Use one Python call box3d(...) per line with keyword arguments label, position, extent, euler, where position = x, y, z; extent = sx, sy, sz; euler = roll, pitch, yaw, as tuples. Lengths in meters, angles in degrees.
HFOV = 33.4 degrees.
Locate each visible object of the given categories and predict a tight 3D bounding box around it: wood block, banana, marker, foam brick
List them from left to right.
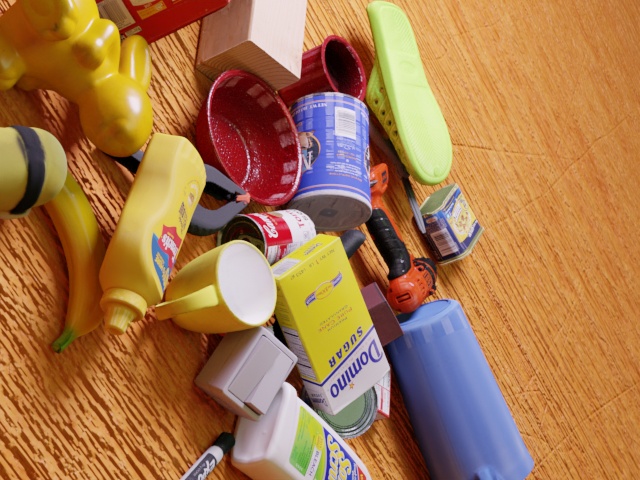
box3d(label="banana", position=(-0.230, 0.002, 0.982), extent=(0.069, 0.037, 0.198), euler=(-2, 77, -57))
box3d(label="marker", position=(-0.118, 0.226, 1.051), extent=(0.020, 0.020, 0.121), euler=(63, 35, -13))
box3d(label="wood block", position=(-0.078, -0.282, 1.281), extent=(0.090, 0.090, 0.206), euler=(33, 50, -42))
box3d(label="foam brick", position=(0.063, 0.094, 1.306), extent=(0.053, 0.051, 0.078), euler=(61, 1, -15))

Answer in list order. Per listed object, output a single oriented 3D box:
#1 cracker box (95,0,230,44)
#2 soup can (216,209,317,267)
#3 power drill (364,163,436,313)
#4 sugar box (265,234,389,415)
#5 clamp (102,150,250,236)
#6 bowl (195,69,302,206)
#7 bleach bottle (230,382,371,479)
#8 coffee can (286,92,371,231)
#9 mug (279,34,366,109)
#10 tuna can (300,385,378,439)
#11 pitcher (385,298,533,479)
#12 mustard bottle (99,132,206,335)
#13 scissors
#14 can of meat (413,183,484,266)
box3d(label="cracker box", position=(-0.132, -0.296, 1.145), extent=(0.072, 0.164, 0.213), euler=(57, 37, -23))
box3d(label="soup can", position=(-0.058, 0.001, 1.195), extent=(0.102, 0.069, 0.068), euler=(-9, 82, -55))
box3d(label="power drill", position=(0.097, -0.006, 1.409), extent=(0.187, 0.057, 0.184), euler=(64, 16, -4))
box3d(label="sugar box", position=(0.007, 0.092, 1.160), extent=(0.093, 0.048, 0.176), euler=(-34, 112, -28))
box3d(label="clamp", position=(-0.149, -0.035, 1.095), extent=(0.171, 0.039, 0.120), euler=(11, 73, -34))
box3d(label="bowl", position=(-0.091, -0.109, 1.212), extent=(0.161, 0.055, 0.162), euler=(28, 53, -46))
box3d(label="bleach bottle", position=(0.007, 0.257, 1.175), extent=(0.250, 0.068, 0.102), euler=(44, 48, -38))
box3d(label="coffee can", position=(0.010, -0.095, 1.305), extent=(0.102, 0.103, 0.140), euler=(27, 53, -46))
box3d(label="mug", position=(0.005, -0.208, 1.369), extent=(0.117, 0.082, 0.093), euler=(-39, 107, -54))
box3d(label="tuna can", position=(0.021, 0.185, 1.222), extent=(0.086, 0.034, 0.086), euler=(6, 76, -24))
box3d(label="pitcher", position=(0.168, 0.202, 1.374), extent=(0.144, 0.149, 0.243), euler=(-27, 97, -43))
box3d(label="mustard bottle", position=(-0.160, 0.001, 0.985), extent=(0.096, 0.058, 0.191), euler=(88, 15, -57))
box3d(label="scissors", position=(0.101, -0.108, 1.491), extent=(0.096, 0.016, 0.202), euler=(26, 44, -38))
box3d(label="can of meat", position=(0.188, -0.025, 1.564), extent=(0.084, 0.058, 0.102), euler=(59, 35, -14))
